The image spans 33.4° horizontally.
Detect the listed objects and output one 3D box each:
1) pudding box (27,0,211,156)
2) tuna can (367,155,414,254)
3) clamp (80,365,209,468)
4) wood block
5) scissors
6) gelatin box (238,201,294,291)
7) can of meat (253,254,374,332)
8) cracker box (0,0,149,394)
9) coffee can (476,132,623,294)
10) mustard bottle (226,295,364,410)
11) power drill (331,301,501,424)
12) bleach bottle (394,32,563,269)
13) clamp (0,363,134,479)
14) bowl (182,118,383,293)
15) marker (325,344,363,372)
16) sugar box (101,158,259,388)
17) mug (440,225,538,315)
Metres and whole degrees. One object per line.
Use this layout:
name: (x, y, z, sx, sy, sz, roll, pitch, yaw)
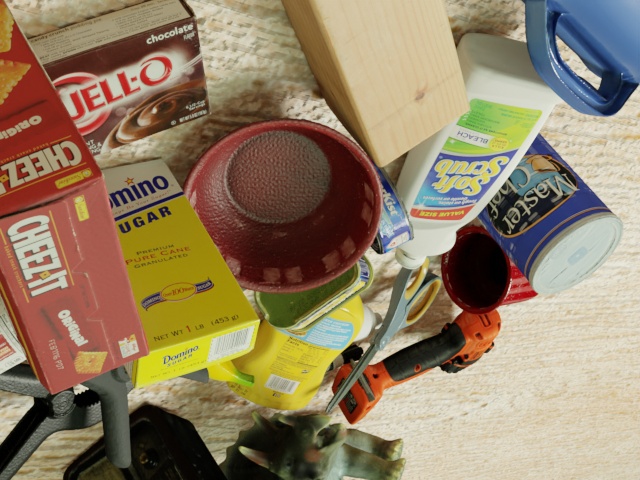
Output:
pudding box: (-0.136, -0.110, 0.729, 0.113, 0.039, 0.090, -24, 145, -16)
tuna can: (0.048, -0.031, 0.945, 0.033, 0.086, 0.086, -28, 146, -6)
clamp: (-0.166, 0.103, 0.930, 0.120, 0.039, 0.171, -43, 128, -33)
wood block: (0.034, -0.158, 0.770, 0.091, 0.090, 0.206, -33, 146, -3)
scissors: (0.065, 0.085, 1.104, 0.201, 0.016, 0.096, -41, 142, -35)
gelatin box: (-0.056, 0.001, 0.946, 0.089, 0.030, 0.073, -33, 146, -2)
can of meat: (-0.006, 0.040, 0.965, 0.102, 0.057, 0.084, -35, 172, 6)
cracker box: (-0.180, -0.042, 0.618, 0.072, 0.214, 0.164, -23, 145, -16)
coffee can: (0.207, -0.033, 1.027, 0.102, 0.140, 0.103, -22, 145, -17)
mustard bottle: (-0.012, 0.084, 1.058, 0.096, 0.058, 0.192, 21, 121, -24)
power drill: (0.107, 0.142, 1.216, 0.187, 0.057, 0.184, -25, 162, -15)
bleach bottle: (0.129, -0.066, 0.975, 0.102, 0.068, 0.251, 11, 134, -11)
clamp: (-0.238, 0.145, 0.934, 0.209, 0.036, 0.165, -16, 124, -40)
bowl: (-0.032, -0.037, 0.863, 0.162, 0.055, 0.162, -3, 124, -4)
marker: (-0.006, 0.140, 1.174, 0.121, 0.020, 0.020, -18, 143, -24)
sugar box: (-0.124, 0.017, 0.776, 0.093, 0.176, 0.048, -15, 144, -28)
mug: (0.195, 0.021, 1.132, 0.081, 0.093, 0.117, -5, 142, -43)
